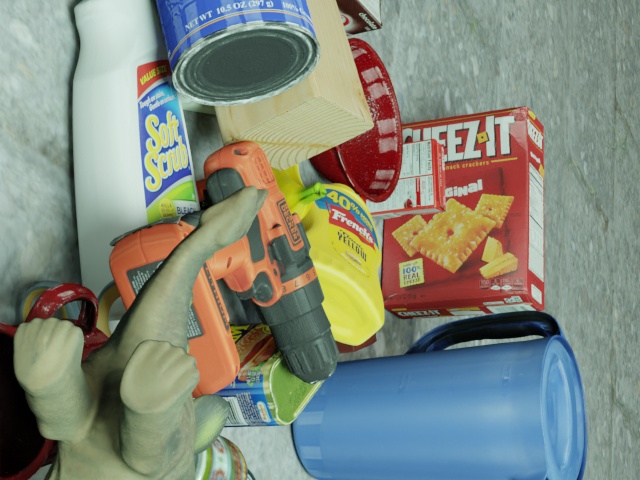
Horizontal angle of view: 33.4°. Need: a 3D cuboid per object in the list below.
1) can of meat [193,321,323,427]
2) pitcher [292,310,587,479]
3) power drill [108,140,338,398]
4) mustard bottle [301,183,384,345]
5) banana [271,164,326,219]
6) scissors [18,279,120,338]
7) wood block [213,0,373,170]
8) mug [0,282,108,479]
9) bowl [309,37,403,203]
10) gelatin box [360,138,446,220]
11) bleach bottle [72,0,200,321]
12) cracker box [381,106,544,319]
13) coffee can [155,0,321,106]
[{"bbox_3d":[-0.050,0.103,0.828,0.102,0.084,0.057,-48,126,-54],"label":"can of meat"},{"bbox_3d":[0.105,0.148,0.939,0.149,0.243,0.145,-14,97,-62],"label":"pitcher"},{"bbox_3d":[-0.054,0.035,0.704,0.184,0.057,0.187,67,21,-7],"label":"power drill"},{"bbox_3d":[0.012,0.003,0.922,0.096,0.058,0.191,38,25,-18],"label":"mustard bottle"},{"bbox_3d":[-0.027,-0.074,0.916,0.037,0.070,0.198,40,23,-33],"label":"banana"},{"bbox_3d":[-0.121,0.108,0.686,0.201,0.096,0.016,64,1,-14],"label":"scissors"},{"bbox_3d":[-0.042,-0.172,0.839,0.090,0.090,0.206,18,52,-59],"label":"wood block"},{"bbox_3d":[-0.160,0.077,0.611,0.081,0.093,0.117,-4,117,-67],"label":"mug"},{"bbox_3d":[0.024,-0.113,1.043,0.161,0.055,0.162,21,66,-59],"label":"bowl"},{"bbox_3d":[0.086,-0.062,1.112,0.030,0.089,0.073,18,68,-60],"label":"gelatin box"},{"bbox_3d":[-0.133,-0.073,0.736,0.102,0.068,0.251,-5,87,-64],"label":"bleach bottle"},{"bbox_3d":[0.154,-0.028,1.154,0.072,0.164,0.213,34,55,-57],"label":"cracker box"},{"bbox_3d":[-0.065,-0.179,0.738,0.102,0.103,0.140,21,50,-59],"label":"coffee can"}]
